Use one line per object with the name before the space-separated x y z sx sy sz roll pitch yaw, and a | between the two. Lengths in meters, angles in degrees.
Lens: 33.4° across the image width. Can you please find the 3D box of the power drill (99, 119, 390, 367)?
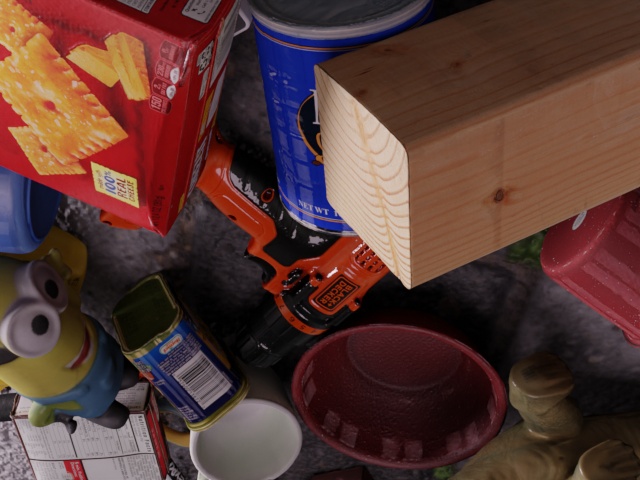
power drill | -0.055 0.001 0.745 0.187 0.057 0.185 33 125 -20

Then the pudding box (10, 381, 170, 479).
pudding box | -0.185 0.159 0.871 0.113 0.039 0.090 -3 127 3

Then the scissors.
scissors | -0.085 0.195 0.947 0.096 0.016 0.201 -7 129 19

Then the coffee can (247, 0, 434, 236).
coffee can | 0.018 -0.088 0.620 0.103 0.102 0.140 1 131 10

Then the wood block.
wood block | 0.111 -0.069 0.558 0.205 0.090 0.091 -23 134 -18

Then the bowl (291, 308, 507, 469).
bowl | 0.061 0.103 0.810 0.162 0.055 0.162 6 132 6

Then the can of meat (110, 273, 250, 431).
can of meat | -0.107 0.081 0.796 0.057 0.102 0.084 -39 117 -3

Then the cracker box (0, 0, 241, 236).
cracker box | -0.160 -0.108 0.576 0.213 0.072 0.164 23 144 1
